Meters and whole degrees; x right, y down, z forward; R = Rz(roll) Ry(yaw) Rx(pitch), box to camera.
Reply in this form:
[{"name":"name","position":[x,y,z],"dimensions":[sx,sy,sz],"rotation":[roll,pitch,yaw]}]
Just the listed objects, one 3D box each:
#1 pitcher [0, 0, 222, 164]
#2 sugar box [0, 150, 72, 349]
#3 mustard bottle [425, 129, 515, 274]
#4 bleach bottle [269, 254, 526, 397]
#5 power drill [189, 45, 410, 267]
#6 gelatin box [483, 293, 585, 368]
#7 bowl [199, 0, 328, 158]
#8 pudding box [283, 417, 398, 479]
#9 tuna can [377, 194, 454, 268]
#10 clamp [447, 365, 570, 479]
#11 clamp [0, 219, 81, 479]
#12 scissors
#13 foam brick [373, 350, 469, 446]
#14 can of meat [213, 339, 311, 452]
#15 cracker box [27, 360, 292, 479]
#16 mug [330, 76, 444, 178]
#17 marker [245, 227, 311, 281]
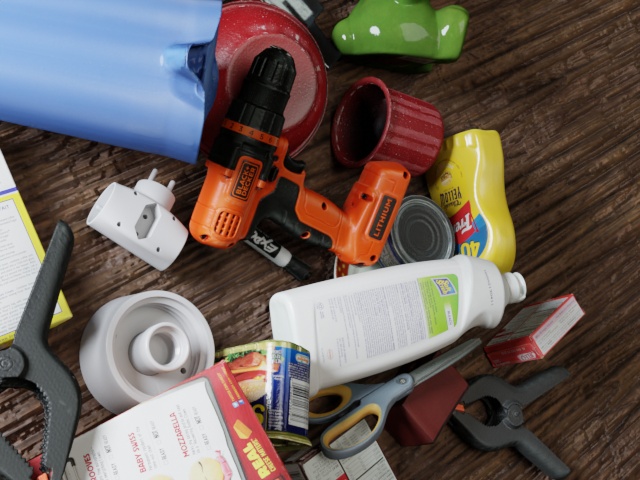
[{"name":"pitcher","position":[-0.203,-0.144,0.859],"dimensions":[0.242,0.149,0.145],"rotation":[10,42,-8]},{"name":"sugar box","position":[-0.276,0.000,0.844],"dimensions":[0.093,0.048,0.176],"rotation":[-22,86,-35]},{"name":"mustard bottle","position":[0.158,-0.012,1.106],"dimensions":[0.058,0.096,0.191],"rotation":[0,77,-34]},{"name":"bleach bottle","position":[0.082,0.074,1.008],"dimensions":[0.250,0.068,0.102],"rotation":[-10,91,-21]},{"name":"power drill","position":[-0.012,-0.063,0.971],"dimensions":[0.187,0.057,0.184],"rotation":[19,97,-29]},{"name":"gelatin box","position":[0.227,0.097,1.134],"dimensions":[0.089,0.073,0.030],"rotation":[-38,98,-35]},{"name":"bowl","position":[-0.055,-0.145,0.995],"dimensions":[0.161,0.055,0.162],"rotation":[-2,96,-25]},{"name":"pudding box","position":[0.027,0.231,0.983],"dimensions":[0.089,0.039,0.113],"rotation":[-30,96,-36]},{"name":"tuna can","position":[0.093,-0.002,1.072],"dimensions":[0.086,0.034,0.086],"rotation":[11,69,-31]},{"name":"clamp","position":[0.197,0.192,1.109],"dimensions":[0.171,0.039,0.120],"rotation":[2,71,-27]},{"name":"clamp","position":[-0.242,0.092,0.775],"dimensions":[0.164,0.036,0.210],"rotation":[-10,72,-22]},{"name":"scissors","position":[0.057,0.133,1.006],"dimensions":[0.201,0.096,0.016],"rotation":[-38,137,-36]},{"name":"foam brick","position":[0.098,0.155,1.044],"dimensions":[0.051,0.053,0.078],"rotation":[48,55,-13]},{"name":"can of meat","position":[-0.055,0.136,0.916],"dimensions":[0.057,0.102,0.084],"rotation":[24,60,-44]},{"name":"cracker box","position":[-0.127,0.214,0.800],"dimensions":[0.213,0.072,0.164],"rotation":[-27,71,-15]},{"name":"mug","position":[0.066,-0.118,1.089],"dimensions":[0.081,0.093,0.117],"rotation":[13,33,-35]},{"name":"marker","position":[-0.057,0.001,1.006],"dimensions":[0.121,0.020,0.020],"rotation":[37,59,-20]}]
